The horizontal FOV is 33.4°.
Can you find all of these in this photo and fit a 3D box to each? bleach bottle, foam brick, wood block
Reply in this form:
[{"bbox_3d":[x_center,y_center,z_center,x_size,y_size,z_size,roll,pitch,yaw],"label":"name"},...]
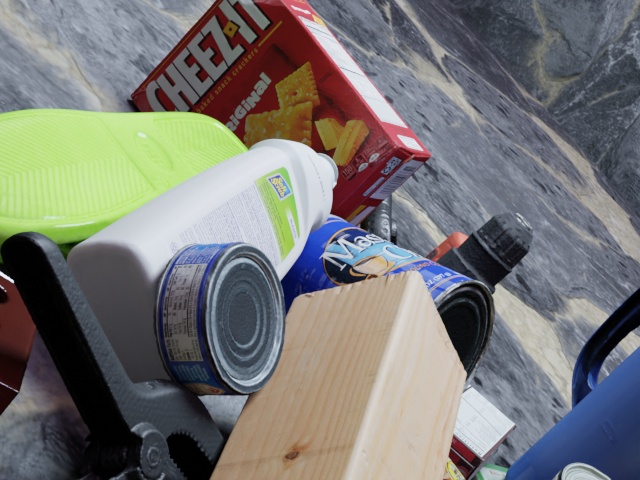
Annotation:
[{"bbox_3d":[-0.055,0.001,0.696,0.250,0.068,0.102,-37,117,-54],"label":"bleach bottle"},{"bbox_3d":[-0.175,0.053,0.516,0.053,0.051,0.078,36,23,-24],"label":"foam brick"},{"bbox_3d":[0.012,0.117,0.598,0.090,0.091,0.206,63,28,-24],"label":"wood block"}]

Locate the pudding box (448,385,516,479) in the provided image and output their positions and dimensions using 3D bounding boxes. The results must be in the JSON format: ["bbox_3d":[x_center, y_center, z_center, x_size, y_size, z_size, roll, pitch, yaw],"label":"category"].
[{"bbox_3d":[0.104,0.147,0.870,0.090,0.039,0.113,41,21,16],"label":"pudding box"}]

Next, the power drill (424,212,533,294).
[{"bbox_3d":[0.107,0.039,0.913,0.057,0.184,0.187,47,12,3],"label":"power drill"}]

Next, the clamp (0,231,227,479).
[{"bbox_3d":[-0.099,0.114,0.514,0.209,0.036,0.164,49,42,-49],"label":"clamp"}]

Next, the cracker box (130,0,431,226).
[{"bbox_3d":[-0.039,-0.096,0.886,0.214,0.164,0.072,53,20,19],"label":"cracker box"}]

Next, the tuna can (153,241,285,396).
[{"bbox_3d":[-0.053,0.043,0.590,0.086,0.034,0.086,12,76,-61],"label":"tuna can"}]

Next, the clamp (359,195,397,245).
[{"bbox_3d":[0.056,-0.018,1.025,0.171,0.039,0.120,-87,170,-62],"label":"clamp"}]

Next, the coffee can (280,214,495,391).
[{"bbox_3d":[0.040,0.051,0.777,0.140,0.103,0.102,26,6,38],"label":"coffee can"}]
